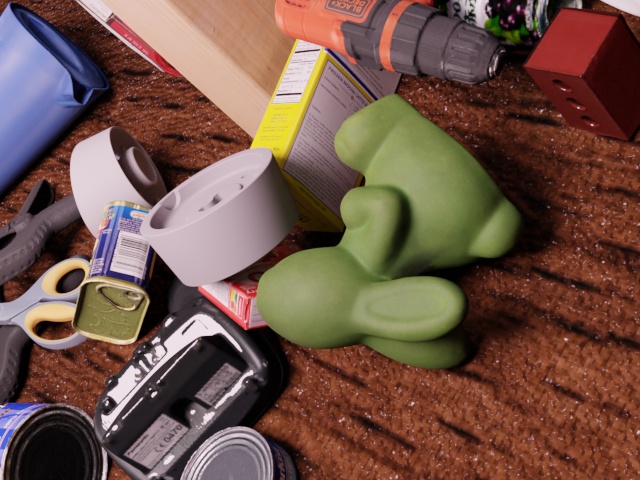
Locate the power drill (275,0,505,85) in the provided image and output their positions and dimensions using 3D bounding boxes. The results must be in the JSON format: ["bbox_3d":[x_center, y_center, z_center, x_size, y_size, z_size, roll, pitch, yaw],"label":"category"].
[{"bbox_3d":[0.080,-0.207,0.787,0.185,0.057,0.187,22,72,26],"label":"power drill"}]

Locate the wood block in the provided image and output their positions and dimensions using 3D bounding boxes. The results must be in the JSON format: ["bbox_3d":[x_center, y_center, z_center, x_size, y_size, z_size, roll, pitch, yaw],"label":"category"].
[{"bbox_3d":[-0.069,-0.171,0.875,0.091,0.205,0.090,12,70,44],"label":"wood block"}]

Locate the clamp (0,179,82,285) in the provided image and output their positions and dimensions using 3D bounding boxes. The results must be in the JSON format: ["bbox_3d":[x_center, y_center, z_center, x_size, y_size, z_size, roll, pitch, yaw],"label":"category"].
[{"bbox_3d":[-0.288,-0.010,1.045,0.120,0.039,0.171,1,36,50],"label":"clamp"}]

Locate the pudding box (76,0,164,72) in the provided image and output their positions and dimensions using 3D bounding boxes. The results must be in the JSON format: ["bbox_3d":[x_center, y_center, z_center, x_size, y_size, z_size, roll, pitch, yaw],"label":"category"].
[{"bbox_3d":[-0.203,-0.231,1.118,0.039,0.090,0.114,-51,42,0],"label":"pudding box"}]

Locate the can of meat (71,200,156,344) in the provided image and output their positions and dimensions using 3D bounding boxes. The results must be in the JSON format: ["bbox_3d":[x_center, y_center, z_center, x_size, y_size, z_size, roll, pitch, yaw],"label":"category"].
[{"bbox_3d":[-0.171,0.027,0.909,0.102,0.057,0.084,119,162,-54],"label":"can of meat"}]

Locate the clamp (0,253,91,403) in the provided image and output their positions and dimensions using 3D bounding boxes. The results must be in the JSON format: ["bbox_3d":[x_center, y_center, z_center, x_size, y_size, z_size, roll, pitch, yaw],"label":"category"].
[{"bbox_3d":[-0.300,0.098,1.008,0.165,0.036,0.210,-9,54,34],"label":"clamp"}]

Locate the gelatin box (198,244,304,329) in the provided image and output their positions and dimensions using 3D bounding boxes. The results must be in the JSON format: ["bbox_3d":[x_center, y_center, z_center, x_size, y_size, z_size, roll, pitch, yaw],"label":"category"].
[{"bbox_3d":[-0.035,0.033,0.795,0.073,0.089,0.030,34,124,49],"label":"gelatin box"}]

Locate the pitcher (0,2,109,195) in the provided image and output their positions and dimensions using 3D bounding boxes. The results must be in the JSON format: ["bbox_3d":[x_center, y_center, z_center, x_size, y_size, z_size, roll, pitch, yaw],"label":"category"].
[{"bbox_3d":[-0.359,-0.133,1.156,0.243,0.145,0.149,-45,11,10],"label":"pitcher"}]

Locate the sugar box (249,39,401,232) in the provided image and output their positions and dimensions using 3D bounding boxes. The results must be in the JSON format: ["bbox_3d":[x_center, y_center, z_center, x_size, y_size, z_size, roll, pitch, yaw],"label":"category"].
[{"bbox_3d":[0.007,-0.105,0.850,0.048,0.093,0.176,0,61,40],"label":"sugar box"}]

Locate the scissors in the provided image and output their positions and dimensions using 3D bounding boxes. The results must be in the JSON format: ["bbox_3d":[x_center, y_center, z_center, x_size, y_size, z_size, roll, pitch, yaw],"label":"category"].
[{"bbox_3d":[-0.283,0.052,0.992,0.202,0.016,0.096,9,65,31],"label":"scissors"}]

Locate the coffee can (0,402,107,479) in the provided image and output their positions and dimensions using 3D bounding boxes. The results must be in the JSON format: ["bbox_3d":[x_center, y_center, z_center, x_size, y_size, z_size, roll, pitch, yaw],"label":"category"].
[{"bbox_3d":[-0.257,0.182,0.864,0.141,0.102,0.102,-6,58,37],"label":"coffee can"}]

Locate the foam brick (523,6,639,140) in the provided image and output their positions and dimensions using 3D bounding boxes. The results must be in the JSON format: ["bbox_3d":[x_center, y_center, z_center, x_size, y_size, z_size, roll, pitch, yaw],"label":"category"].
[{"bbox_3d":[0.184,-0.112,0.716,0.053,0.078,0.051,22,77,49],"label":"foam brick"}]

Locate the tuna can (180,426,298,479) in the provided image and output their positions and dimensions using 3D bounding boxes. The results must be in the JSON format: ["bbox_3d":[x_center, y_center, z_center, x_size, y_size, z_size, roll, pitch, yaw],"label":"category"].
[{"bbox_3d":[-0.058,0.177,0.749,0.086,0.033,0.086,-22,49,28],"label":"tuna can"}]
